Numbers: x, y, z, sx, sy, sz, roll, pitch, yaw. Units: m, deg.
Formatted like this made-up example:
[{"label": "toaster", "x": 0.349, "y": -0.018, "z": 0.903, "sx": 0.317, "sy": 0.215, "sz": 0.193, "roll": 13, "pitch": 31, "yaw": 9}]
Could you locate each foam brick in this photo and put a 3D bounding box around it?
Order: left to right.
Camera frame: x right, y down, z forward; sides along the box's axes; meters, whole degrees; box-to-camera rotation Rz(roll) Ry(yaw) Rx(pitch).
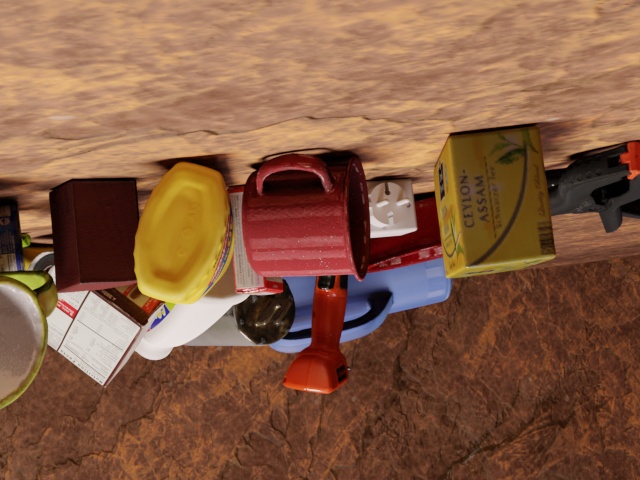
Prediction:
[{"label": "foam brick", "x": -0.165, "y": -0.003, "z": 0.787, "sx": 0.051, "sy": 0.078, "sz": 0.053, "roll": -1, "pitch": 173, "yaw": -33}]

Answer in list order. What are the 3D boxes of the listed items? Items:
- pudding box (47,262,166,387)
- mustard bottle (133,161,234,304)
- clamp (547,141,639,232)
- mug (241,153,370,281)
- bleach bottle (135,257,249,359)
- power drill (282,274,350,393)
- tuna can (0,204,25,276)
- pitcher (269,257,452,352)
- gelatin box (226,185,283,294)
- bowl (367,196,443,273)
[{"label": "pudding box", "x": -0.185, "y": 0.059, "z": 0.862, "sx": 0.039, "sy": 0.090, "sz": 0.114, "roll": -56, "pitch": -176, "yaw": -41}, {"label": "mustard bottle", "x": -0.097, "y": 0.001, "z": 0.810, "sx": 0.058, "sy": 0.096, "sz": 0.191, "roll": 15, "pitch": 175, "yaw": -1}, {"label": "clamp", "x": 0.251, "y": -0.042, "z": 0.955, "sx": 0.120, "sy": 0.039, "sz": 0.172, "roll": 0, "pitch": 165, "yaw": -21}, {"label": "mug", "x": -0.013, "y": -0.021, "z": 0.788, "sx": 0.081, "sy": 0.093, "sz": 0.117, "roll": -3, "pitch": 145, "yaw": 13}, {"label": "bleach bottle", "x": -0.144, "y": 0.063, "z": 1.058, "sx": 0.068, "sy": 0.102, "sz": 0.251, "roll": -4, "pitch": 156, "yaw": -27}, {"label": "power drill", "x": 0.005, "y": 0.056, "z": 1.082, "sx": 0.057, "sy": 0.188, "sz": 0.184, "roll": 9, "pitch": -178, "yaw": 13}, {"label": "tuna can", "x": -0.250, "y": 0.015, "z": 0.839, "sx": 0.033, "sy": 0.086, "sz": 0.086, "roll": -7, "pitch": 175, "yaw": -15}, {"label": "pitcher", "x": 0.030, "y": 0.045, "z": 1.259, "sx": 0.242, "sy": 0.149, "sz": 0.145, "roll": -9, "pitch": 176, "yaw": -4}, {"label": "gelatin box", "x": -0.056, "y": 0.001, "z": 0.908, "sx": 0.030, "sy": 0.089, "sz": 0.073, "roll": -7, "pitch": 175, "yaw": 8}, {"label": "bowl", "x": 0.115, "y": -0.011, "z": 1.121, "sx": 0.162, "sy": 0.055, "sz": 0.162, "roll": -14, "pitch": 174, "yaw": -2}]
